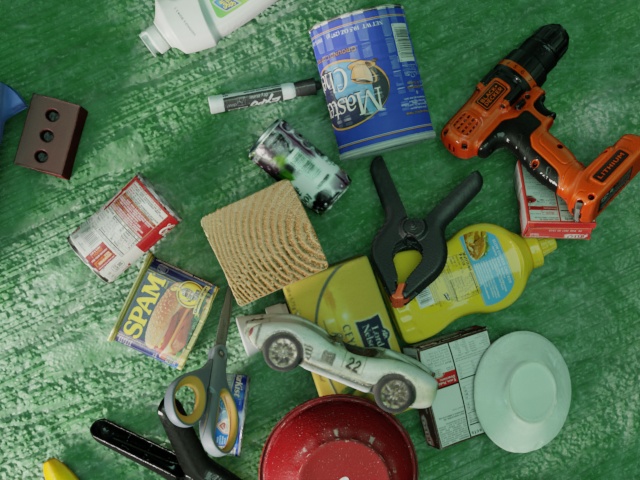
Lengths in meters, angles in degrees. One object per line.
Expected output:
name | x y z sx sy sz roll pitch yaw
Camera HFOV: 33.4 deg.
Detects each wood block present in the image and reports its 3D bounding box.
wood block | -0.057 0.001 1.051 0.091 0.206 0.090 -25 92 -3

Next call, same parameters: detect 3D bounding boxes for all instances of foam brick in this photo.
foam brick | -0.281 -0.108 1.113 0.053 0.051 0.078 15 90 -3

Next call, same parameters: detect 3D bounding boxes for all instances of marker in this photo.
marker | -0.059 -0.155 1.143 0.121 0.020 0.020 -11 92 -3

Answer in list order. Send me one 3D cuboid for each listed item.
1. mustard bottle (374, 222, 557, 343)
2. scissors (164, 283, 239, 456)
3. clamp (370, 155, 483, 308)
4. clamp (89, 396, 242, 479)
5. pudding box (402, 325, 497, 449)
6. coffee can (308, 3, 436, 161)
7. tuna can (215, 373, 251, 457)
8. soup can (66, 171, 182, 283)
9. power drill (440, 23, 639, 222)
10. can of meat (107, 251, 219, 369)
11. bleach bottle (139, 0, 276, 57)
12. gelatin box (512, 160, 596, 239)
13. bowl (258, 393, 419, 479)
mustard bottle | 0.161 0.034 1.139 0.191 0.058 0.096 -21 85 -3
scissors | -0.116 0.116 1.064 0.016 0.096 0.202 -30 52 33
clamp | 0.107 -0.012 1.110 0.120 0.039 0.171 -1 66 13
clamp | -0.139 0.242 1.111 0.210 0.165 0.036 50 51 -21
pudding box | 0.147 0.156 1.142 0.090 0.039 0.113 -15 94 -20
coffee can | 0.054 -0.162 1.107 0.102 0.103 0.140 -14 92 -3
tuna can | -0.094 0.181 1.113 0.033 0.086 0.086 7 90 -2
soup can | -0.204 -0.013 1.112 0.102 0.068 0.068 -42 93 -2
power drill | 0.248 -0.122 1.114 0.188 0.057 0.184 40 82 23
can of meat | -0.164 0.075 1.122 0.084 0.057 0.102 25 89 -6
bleach bottle | -0.087 -0.285 1.118 0.251 0.068 0.102 -37 93 0
gelatin box | 0.248 -0.043 1.136 0.073 0.030 0.089 1 54 -3
bowl | 0.020 0.234 1.042 0.162 0.055 0.162 0 90 -4
